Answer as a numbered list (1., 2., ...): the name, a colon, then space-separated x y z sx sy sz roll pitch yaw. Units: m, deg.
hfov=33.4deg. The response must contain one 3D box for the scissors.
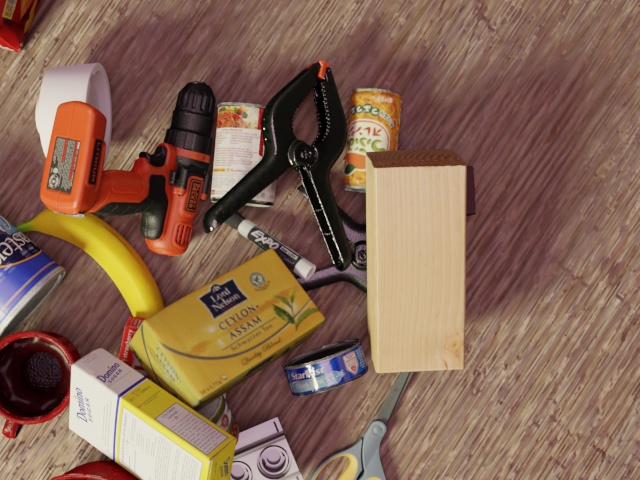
1. scissors: 0.070 0.220 1.144 0.096 0.016 0.201 44 87 -4

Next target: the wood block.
1. wood block: 0.094 0.018 1.066 0.091 0.090 0.206 -3 105 -3

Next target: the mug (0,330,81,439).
1. mug: -0.293 0.147 1.090 0.093 0.081 0.117 20 88 -3

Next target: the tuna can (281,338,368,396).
1. tuna can: 0.005 0.131 1.105 0.086 0.086 0.034 -18 92 -3

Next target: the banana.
1. banana: -0.225 0.024 1.121 0.198 0.037 0.070 40 111 0

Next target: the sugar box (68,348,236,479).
1. sugar box: -0.164 0.184 1.024 0.176 0.048 0.093 31 130 25

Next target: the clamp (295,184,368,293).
1. clamp: 0.036 0.023 1.133 0.171 0.039 0.120 22 99 1

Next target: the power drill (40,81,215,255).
1. power drill: -0.180 -0.082 1.055 0.057 0.187 0.184 10 89 36

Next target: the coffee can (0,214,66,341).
1. coffee can: -0.344 0.022 1.078 0.140 0.103 0.103 42 87 -2

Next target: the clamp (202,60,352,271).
1. clamp: -0.032 -0.082 1.077 0.164 0.036 0.210 9 84 -27

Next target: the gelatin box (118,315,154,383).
1. gelatin box: -0.173 0.129 1.109 0.073 0.030 0.089 14 111 -4

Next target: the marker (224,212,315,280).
1. marker: -0.057 0.001 1.117 0.121 0.020 0.020 34 88 18

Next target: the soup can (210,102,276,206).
1. soup can: -0.077 -0.088 1.111 0.068 0.068 0.102 4 90 -3
